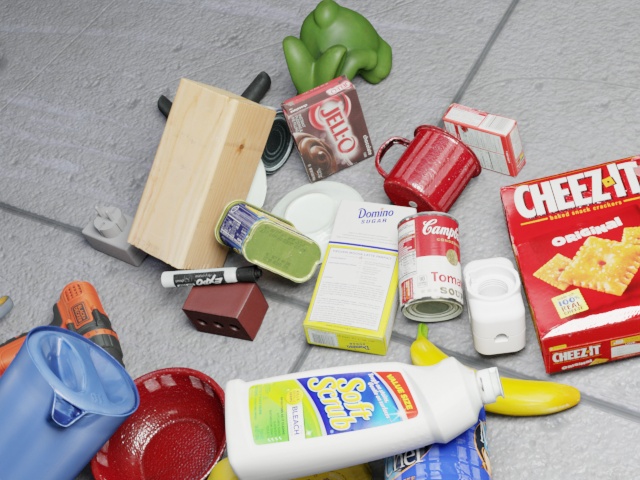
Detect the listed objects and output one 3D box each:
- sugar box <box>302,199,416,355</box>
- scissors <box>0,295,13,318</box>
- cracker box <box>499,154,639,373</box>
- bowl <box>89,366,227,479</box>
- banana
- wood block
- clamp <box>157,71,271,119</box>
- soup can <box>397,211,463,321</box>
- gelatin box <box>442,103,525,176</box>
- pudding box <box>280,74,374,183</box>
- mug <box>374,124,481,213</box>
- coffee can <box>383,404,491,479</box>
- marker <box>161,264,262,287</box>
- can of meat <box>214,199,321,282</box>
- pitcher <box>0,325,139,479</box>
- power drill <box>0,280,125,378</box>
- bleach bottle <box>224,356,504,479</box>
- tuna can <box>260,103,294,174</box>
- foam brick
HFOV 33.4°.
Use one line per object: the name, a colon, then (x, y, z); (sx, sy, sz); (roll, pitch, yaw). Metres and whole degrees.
sugar box: (0.048, 0.038, 1.202); (0.093, 0.048, 0.176); (8, 54, 15)
scissors: (-0.411, 0.108, 1.292); (0.096, 0.016, 0.202); (-29, 19, -15)
cracker box: (0.287, 0.019, 1.104); (0.164, 0.072, 0.213); (-13, 48, 7)
bowl: (-0.162, 0.218, 1.140); (0.162, 0.055, 0.162); (-11, 50, 13)
banana: (0.162, 0.140, 1.087); (0.198, 0.037, 0.069); (23, 64, 34)
wood block: (-0.141, -0.076, 1.271); (0.090, 0.090, 0.206); (25, 100, 28)
clamp: (-0.135, -0.140, 1.424); (0.164, 0.036, 0.210); (-17, 51, 8)
soup can: (0.118, 0.029, 1.150); (0.068, 0.068, 0.102); (-8, 64, 16)
gelatin box: (0.192, -0.118, 1.255); (0.089, 0.073, 0.030); (21, 62, 34)
pudding box: (0.010, -0.137, 1.311); (0.090, 0.113, 0.039); (-24, 46, -4)
mug: (0.116, -0.079, 1.240); (0.117, 0.093, 0.081); (31, 73, 17)
coffee can: (0.110, 0.212, 1.007); (0.103, 0.102, 0.140); (-10, 51, 13)
marker: (-0.124, 0.041, 1.218); (0.121, 0.020, 0.020); (-5, 52, 19)
can of meat: (-0.058, 0.002, 1.214); (0.057, 0.102, 0.084); (-64, 30, 3)
pitcher: (-0.307, 0.213, 1.115); (0.243, 0.149, 0.145); (-51, 60, 14)
power drill: (-0.326, 0.150, 1.259); (0.187, 0.057, 0.184); (-28, 45, -5)
bleach bottle: (0.040, 0.152, 0.975); (0.251, 0.068, 0.102); (-15, 49, 10)
tuna can: (-0.069, -0.128, 1.357); (0.034, 0.086, 0.086); (20, 63, 31)
foam brick: (-0.109, 0.077, 1.233); (0.078, 0.053, 0.051); (7, 56, 27)
